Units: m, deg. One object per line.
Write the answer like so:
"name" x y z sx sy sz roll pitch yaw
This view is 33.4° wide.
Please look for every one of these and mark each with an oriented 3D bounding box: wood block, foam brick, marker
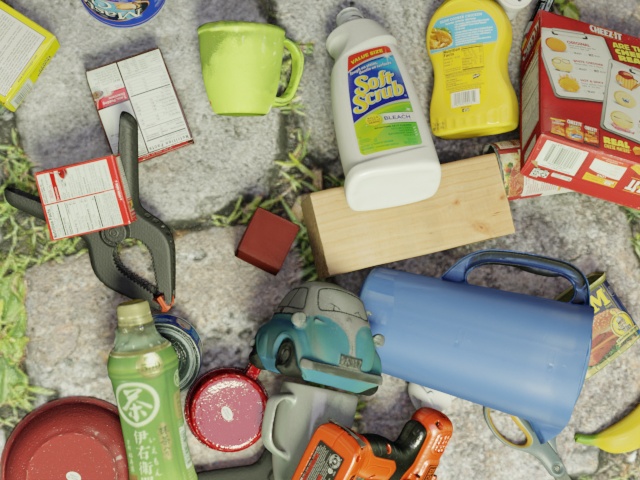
"wood block" 0.092 -0.025 1.159 0.206 0.091 0.090 -13 86 -8
"foam brick" -0.058 0.001 1.145 0.051 0.078 0.053 26 82 -2
"marker" 0.267 -0.290 1.240 0.020 0.020 0.121 24 82 -4

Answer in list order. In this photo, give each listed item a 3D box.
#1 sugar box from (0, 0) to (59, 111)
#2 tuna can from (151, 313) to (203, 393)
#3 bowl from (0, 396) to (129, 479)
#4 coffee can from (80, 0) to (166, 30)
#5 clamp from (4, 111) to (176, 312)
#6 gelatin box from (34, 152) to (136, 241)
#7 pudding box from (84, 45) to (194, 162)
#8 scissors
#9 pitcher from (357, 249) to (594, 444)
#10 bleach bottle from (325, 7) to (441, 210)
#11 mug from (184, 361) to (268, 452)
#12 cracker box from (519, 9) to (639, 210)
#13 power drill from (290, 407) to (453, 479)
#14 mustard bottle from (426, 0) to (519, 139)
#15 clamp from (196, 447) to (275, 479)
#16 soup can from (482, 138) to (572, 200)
"sugar box" -0.381 -0.225 1.146 0.176 0.048 0.093 33 82 1
"tuna can" -0.168 0.122 1.130 0.086 0.034 0.086 0 103 -2
"bowl" -0.256 0.245 1.110 0.162 0.055 0.162 1 84 -7
"coffee can" -0.212 -0.291 1.123 0.102 0.140 0.103 1 85 -7
"clamp" -0.228 -0.011 1.137 0.164 0.036 0.210 -24 99 9
"gelatin box" -0.242 -0.045 1.099 0.089 0.030 0.073 -12 98 7
"pudding box" -0.197 -0.144 1.162 0.090 0.039 0.113 -19 90 -7
"scissors" 0.270 0.234 1.193 0.202 0.016 0.096 42 81 -2
"pitcher" 0.159 0.095 1.116 0.243 0.145 0.149 14 42 12
"bleach bottle" 0.050 -0.152 1.135 0.102 0.068 0.251 -10 55 -8
"mug" -0.090 0.169 1.123 0.093 0.081 0.117 35 81 -2
"cracker box" 0.301 -0.141 1.156 0.164 0.072 0.213 15 48 -6
"power drill" 0.044 0.252 1.083 0.057 0.187 0.184 30 100 36
"mustard bottle" 0.167 -0.213 1.193 0.096 0.058 0.191 -6 83 29
"clamp" -0.042 0.268 1.141 0.171 0.039 0.120 -27 89 -9
"soup can" 0.239 -0.082 1.193 0.102 0.068 0.068 -9 86 -8
